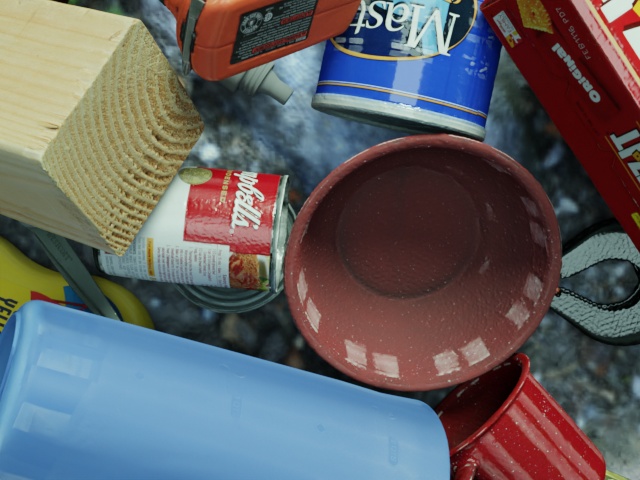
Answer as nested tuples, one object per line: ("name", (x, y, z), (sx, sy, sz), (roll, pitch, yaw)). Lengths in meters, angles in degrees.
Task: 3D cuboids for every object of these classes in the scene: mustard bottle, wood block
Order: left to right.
("wood block", (-0.180, -0.075, 0.574), (0.206, 0.090, 0.090), (18, 66, 28))
("mustard bottle", (-0.160, 0.064, 0.652), (0.191, 0.058, 0.096), (23, 85, 0))

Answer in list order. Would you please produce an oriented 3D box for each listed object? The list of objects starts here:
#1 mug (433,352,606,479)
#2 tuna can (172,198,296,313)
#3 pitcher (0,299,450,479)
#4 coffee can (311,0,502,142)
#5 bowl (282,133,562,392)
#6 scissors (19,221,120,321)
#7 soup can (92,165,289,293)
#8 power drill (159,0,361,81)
("mug", (0.110, 0.133, 0.624), (0.081, 0.117, 0.093), (47, 123, -6))
("tuna can", (-0.054, 0.001, 0.659), (0.086, 0.034, 0.086), (0, 93, 1))
("pitcher", (-0.061, 0.125, 0.569), (0.242, 0.149, 0.145), (20, 82, -20))
("coffee can", (0.058, -0.135, 0.616), (0.103, 0.103, 0.140), (12, 93, 1))
("bowl", (0.057, 0.007, 0.632), (0.162, 0.055, 0.162), (-2, 113, -5))
("scissors", (-0.166, -0.037, 0.642), (0.202, 0.016, 0.096), (34, 83, 17))
("soup can", (-0.072, -0.009, 0.606), (0.102, 0.068, 0.068), (6, 93, 2))
("power drill", (-0.061, -0.179, 0.583), (0.184, 0.057, 0.188), (-28, 63, -29))
